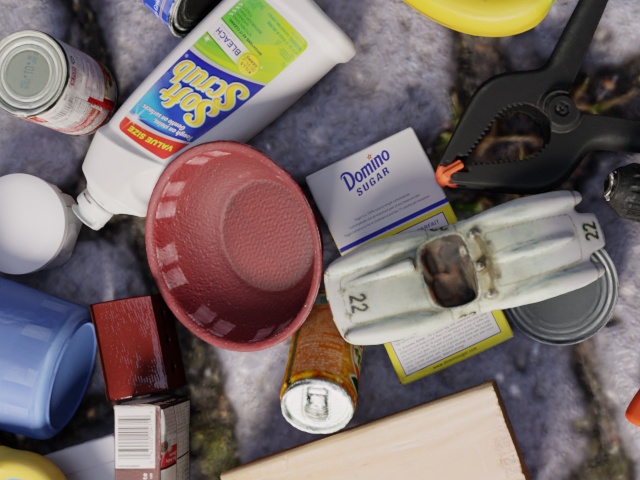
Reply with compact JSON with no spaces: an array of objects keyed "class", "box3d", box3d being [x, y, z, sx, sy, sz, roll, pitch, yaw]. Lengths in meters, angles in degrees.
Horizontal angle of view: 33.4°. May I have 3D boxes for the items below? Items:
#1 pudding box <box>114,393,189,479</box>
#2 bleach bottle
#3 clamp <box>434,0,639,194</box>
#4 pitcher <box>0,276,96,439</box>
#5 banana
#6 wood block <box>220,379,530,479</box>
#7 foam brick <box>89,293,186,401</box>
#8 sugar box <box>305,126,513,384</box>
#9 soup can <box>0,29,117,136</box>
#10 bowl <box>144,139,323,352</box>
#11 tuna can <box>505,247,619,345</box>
[{"class":"pudding box","box3d":[-0.128,0.178,0.819,0.039,0.090,0.113,0,86,7]},{"class":"bleach bottle","box3d":[-0.095,-0.099,0.841,0.251,0.068,0.102,-44,81,8]},{"class":"clamp","box3d":[0.184,-0.087,0.789,0.210,0.036,0.164,-35,82,-6]},{"class":"pitcher","box3d":[-0.305,0.065,0.832,0.243,0.149,0.145,15,90,7]},{"class":"banana","box3d":[0.095,-0.204,0.821,0.198,0.037,0.070,27,100,17]},{"class":"wood block","box3d":[0.045,0.178,0.787,0.206,0.090,0.090,-20,81,9]},{"class":"foam brick","box3d":[-0.143,0.083,0.845,0.051,0.053,0.078,-13,86,9]},{"class":"sugar box","box3d":[0.067,0.013,0.815,0.093,0.048,0.176,-25,80,4]},{"class":"soup can","box3d":[-0.210,-0.122,0.841,0.068,0.102,0.068,0,88,10]},{"class":"bowl","box3d":[-0.055,0.001,0.815,0.162,0.055,0.162,7,104,30]},{"class":"tuna can","box3d":[0.178,0.035,0.800,0.086,0.033,0.086,0,87,10]}]
